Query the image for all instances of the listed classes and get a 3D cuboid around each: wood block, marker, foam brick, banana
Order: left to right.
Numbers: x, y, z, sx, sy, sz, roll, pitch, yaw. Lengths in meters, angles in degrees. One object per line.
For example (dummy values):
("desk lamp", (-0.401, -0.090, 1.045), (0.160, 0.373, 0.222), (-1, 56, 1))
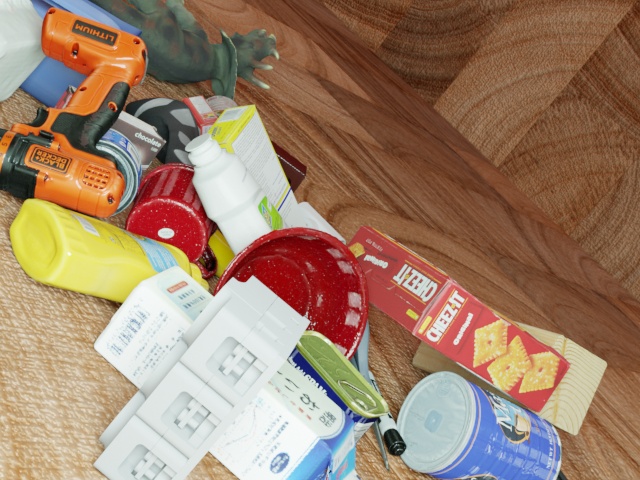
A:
("banana", (-0.088, 0.014, 1.142), (0.197, 0.069, 0.037), (42, -23, -11))
("foam brick", (-0.065, -0.102, 1.525), (0.078, 0.053, 0.051), (35, 16, -10))
("marker", (0.062, 0.177, 1.095), (0.020, 0.020, 0.121), (29, 19, -30))
("wood block", (0.214, 0.144, 1.242), (0.090, 0.091, 0.206), (30, -8, -31))

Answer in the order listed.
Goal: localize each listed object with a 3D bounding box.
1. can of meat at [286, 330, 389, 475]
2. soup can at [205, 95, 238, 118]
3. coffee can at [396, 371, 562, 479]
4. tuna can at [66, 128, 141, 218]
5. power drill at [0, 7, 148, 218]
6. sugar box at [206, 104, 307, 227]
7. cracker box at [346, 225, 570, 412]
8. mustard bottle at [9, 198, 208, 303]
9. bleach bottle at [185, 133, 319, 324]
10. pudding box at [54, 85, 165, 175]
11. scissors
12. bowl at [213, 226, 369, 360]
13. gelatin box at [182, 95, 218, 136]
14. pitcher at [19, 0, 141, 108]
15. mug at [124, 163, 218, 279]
("can of meat", (-0.006, 0.143, 0.922), (0.102, 0.084, 0.057), (46, 17, 24))
("soup can", (-0.141, -0.156, 1.481), (0.068, 0.068, 0.102), (33, 16, -18))
("coffee can", (0.161, 0.205, 1.085), (0.140, 0.103, 0.103), (29, 19, -32))
("tuna can", (-0.216, -0.065, 1.029), (0.086, 0.086, 0.034), (33, 19, -19))
("power drill", (-0.248, -0.121, 0.969), (0.184, 0.057, 0.187), (19, 60, -7))
("sugar box", (-0.073, -0.054, 1.194), (0.093, 0.048, 0.176), (-61, 138, -51))
("cracker box", (0.135, 0.080, 1.108), (0.213, 0.072, 0.164), (34, 0, -36))
("mustard bottle", (-0.171, 0.022, 0.936), (0.191, 0.058, 0.096), (21, 13, -47))
("bleach bottle", (-0.057, 0.001, 1.055), (0.250, 0.068, 0.102), (59, 10, -25))
("pudding box", (-0.227, -0.093, 1.073), (0.113, 0.090, 0.039), (23, 22, -44))
("scissors", (0.047, 0.132, 1.081), (0.016, 0.096, 0.202), (-1, 27, -15))
("bowl", (-0.037, 0.062, 0.988), (0.162, 0.162, 0.055), (29, -4, -29))
("gelatin box", (-0.149, -0.127, 1.350), (0.030, 0.089, 0.073), (-11, 38, -20))
("pitcher", (-0.328, -0.244, 1.185), (0.242, 0.149, 0.145), (32, 21, -11))
("mug", (-0.141, -0.010, 1.059), (0.117, 0.093, 0.081), (58, 15, -19))
